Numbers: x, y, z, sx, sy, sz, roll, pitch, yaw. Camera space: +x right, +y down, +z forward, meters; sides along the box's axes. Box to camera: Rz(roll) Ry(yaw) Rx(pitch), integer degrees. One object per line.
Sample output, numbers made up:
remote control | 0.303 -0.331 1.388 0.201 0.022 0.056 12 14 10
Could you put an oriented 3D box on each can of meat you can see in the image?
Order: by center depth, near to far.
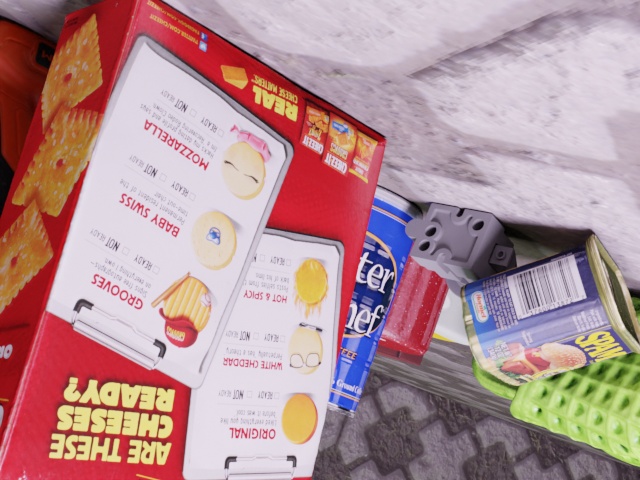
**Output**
can of meat | 0.136 0.045 0.626 0.084 0.057 0.102 -20 156 19

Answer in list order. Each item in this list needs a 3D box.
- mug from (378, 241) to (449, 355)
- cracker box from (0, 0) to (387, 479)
mug | 0.052 0.037 0.802 0.093 0.081 0.117 19 172 5
cracker box | -0.066 0.020 0.496 0.164 0.213 0.072 26 161 -39
